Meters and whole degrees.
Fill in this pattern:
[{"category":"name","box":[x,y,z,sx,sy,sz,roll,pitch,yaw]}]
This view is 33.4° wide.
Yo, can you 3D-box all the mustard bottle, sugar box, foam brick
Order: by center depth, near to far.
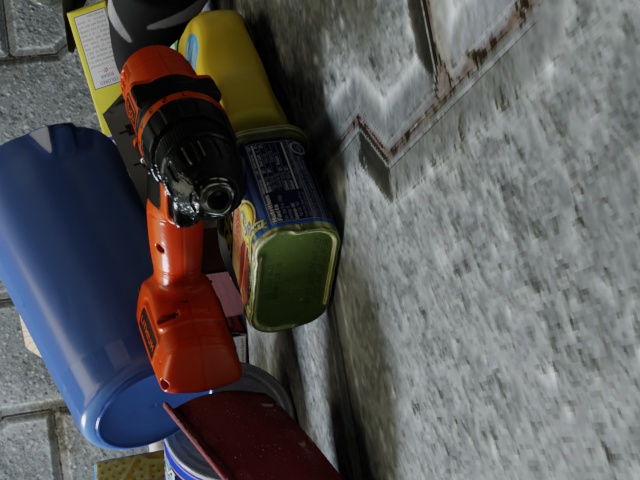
[{"category":"mustard bottle","box":[-0.064,-0.107,0.755,0.192,0.058,0.096,-111,12,-45]},{"category":"sugar box","box":[-0.165,-0.120,0.950,0.093,0.048,0.176,-27,-76,-74]},{"category":"foam brick","box":[-0.098,0.031,0.990,0.078,0.051,0.053,100,158,-53]}]

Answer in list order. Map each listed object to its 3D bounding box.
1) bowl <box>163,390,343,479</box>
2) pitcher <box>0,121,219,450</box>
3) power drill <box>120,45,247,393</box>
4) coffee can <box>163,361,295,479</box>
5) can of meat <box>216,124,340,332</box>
[{"category":"bowl","box":[-0.027,0.146,0.658,0.162,0.055,0.162,48,168,13]},{"category":"pitcher","box":[-0.172,0.042,0.817,0.243,0.145,0.149,56,-171,34]},{"category":"power drill","box":[-0.079,-0.005,0.634,0.184,0.057,0.188,-119,27,-56]},{"category":"coffee can","box":[-0.077,0.177,0.870,0.140,0.102,0.103,100,158,-53]},{"category":"can of meat","box":[-0.027,-0.005,0.660,0.102,0.057,0.084,98,158,-49]}]
